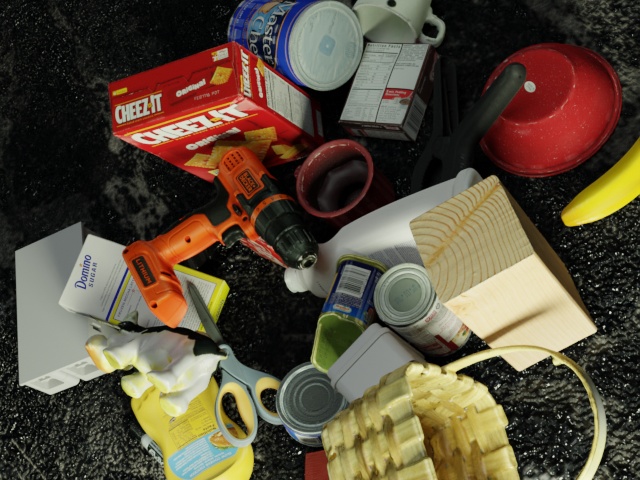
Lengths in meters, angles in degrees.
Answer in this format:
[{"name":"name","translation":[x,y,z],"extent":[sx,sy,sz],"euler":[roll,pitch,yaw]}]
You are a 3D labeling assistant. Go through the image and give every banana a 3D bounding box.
[{"name":"banana","translation":[0.318,-0.089,1.067],"extent":[0.198,0.037,0.070],"euler":[-56,36,-6]}]

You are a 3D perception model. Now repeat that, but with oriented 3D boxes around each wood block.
[{"name":"wood block","translation":[0.172,0.036,0.984],"extent":[0.091,0.205,0.090],"euler":[-30,56,15]}]

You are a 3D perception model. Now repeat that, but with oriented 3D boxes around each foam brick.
[{"name":"foam brick","translation":[0.029,0.237,1.068],"extent":[0.078,0.053,0.051],"euler":[-14,62,22]}]

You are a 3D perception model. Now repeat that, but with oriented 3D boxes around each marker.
[{"name":"marker","translation":[-0.178,0.242,1.204],"extent":[0.121,0.020,0.020],"euler":[36,88,36]}]

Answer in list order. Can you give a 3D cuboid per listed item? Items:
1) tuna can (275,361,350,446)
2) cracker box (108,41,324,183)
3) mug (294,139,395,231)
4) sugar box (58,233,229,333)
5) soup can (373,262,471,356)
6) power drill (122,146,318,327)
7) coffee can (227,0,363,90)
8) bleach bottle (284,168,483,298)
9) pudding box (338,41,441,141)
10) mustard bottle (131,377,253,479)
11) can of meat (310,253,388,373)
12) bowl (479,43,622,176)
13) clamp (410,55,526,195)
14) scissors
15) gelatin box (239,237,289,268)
[{"name":"tuna can","translation":[-0.003,0.170,1.116],"extent":[0.086,0.033,0.086],"euler":[-7,57,11]},{"name":"cracker box","translation":[-0.113,-0.138,1.222],"extent":[0.164,0.213,0.072],"euler":[-14,73,22]},{"name":"mug","translation":[0.023,-0.056,1.189],"extent":[0.117,0.081,0.093],"euler":[17,77,34]},{"name":"sugar box","translation":[-0.206,0.065,1.248],"extent":[0.176,0.048,0.093],"euler":[19,76,12]},{"name":"soup can","translation":[0.103,0.070,1.072],"extent":[0.069,0.102,0.068],"euler":[-12,63,25]},{"name":"power drill","translation":[-0.107,0.007,1.134],"extent":[0.187,0.057,0.185],"euler":[-37,49,1]},{"name":"coffee can","translation":[-0.032,-0.239,1.271],"extent":[0.141,0.102,0.103],"euler":[23,80,51]},{"name":"bleach bottle","translation":[0.066,0.007,1.113],"extent":[0.251,0.102,0.068],"euler":[-17,40,31]},{"name":"pudding box","translation":[0.081,-0.174,1.238],"extent":[0.090,0.039,0.113],"euler":[9,70,35]},{"name":"mustard bottle","translation":[-0.127,0.227,1.154],"extent":[0.096,0.058,0.192],"euler":[-27,55,-11]},{"name":"can of meat","translation":[0.029,0.079,1.094],"extent":[0.057,0.102,0.083],"euler":[17,47,7]},{"name":"bowl","translation":[0.232,-0.151,1.130],"extent":[0.162,0.055,0.162],"euler":[-13,62,25]},{"name":"clamp","translation":[0.137,-0.104,1.148],"extent":[0.210,0.036,0.165],"euler":[-69,24,11]},{"name":"scissors","translation":[-0.086,0.130,1.177],"extent":[0.096,0.016,0.202],"euler":[-5,58,-12]},{"name":"gelatin box","translation":[-0.058,0.001,1.203],"extent":[0.073,0.089,0.030],"euler":[24,79,35]}]
